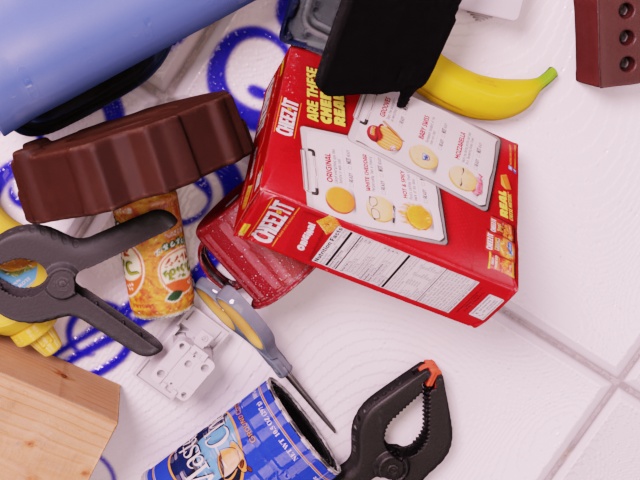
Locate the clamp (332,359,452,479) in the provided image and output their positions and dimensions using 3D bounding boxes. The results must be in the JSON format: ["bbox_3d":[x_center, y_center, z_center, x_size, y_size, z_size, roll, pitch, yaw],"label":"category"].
[{"bbox_3d":[0.070,0.211,0.978,0.164,0.036,0.210,28,98,-14],"label":"clamp"}]

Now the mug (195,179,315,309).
[{"bbox_3d":[-0.056,0.001,0.884,0.117,0.093,0.081,-32,105,37],"label":"mug"}]

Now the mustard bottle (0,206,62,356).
[{"bbox_3d":[-0.274,0.017,0.861,0.096,0.058,0.191,-37,107,-8],"label":"mustard bottle"}]

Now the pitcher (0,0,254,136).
[{"bbox_3d":[-0.158,-0.179,0.789,0.242,0.149,0.145,-28,102,-13],"label":"pitcher"}]

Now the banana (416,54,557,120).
[{"bbox_3d":[0.103,-0.147,0.893,0.197,0.037,0.069,22,72,-17],"label":"banana"}]

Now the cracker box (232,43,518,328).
[{"bbox_3d":[0.050,-0.042,0.844,0.213,0.164,0.072,21,138,-13],"label":"cracker box"}]

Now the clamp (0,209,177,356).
[{"bbox_3d":[-0.196,0.038,0.835,0.171,0.039,0.120,-3,100,-8],"label":"clamp"}]

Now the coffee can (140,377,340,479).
[{"bbox_3d":[-0.068,0.200,0.919,0.140,0.103,0.102,-37,107,1],"label":"coffee can"}]

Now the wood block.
[{"bbox_3d":[-0.277,0.129,0.873,0.206,0.091,0.090,26,99,-14],"label":"wood block"}]

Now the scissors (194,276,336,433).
[{"bbox_3d":[-0.050,0.096,0.931,0.016,0.096,0.201,-46,139,-15],"label":"scissors"}]
